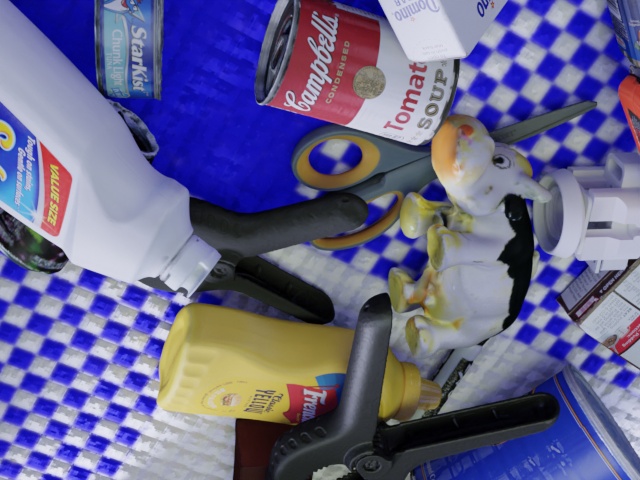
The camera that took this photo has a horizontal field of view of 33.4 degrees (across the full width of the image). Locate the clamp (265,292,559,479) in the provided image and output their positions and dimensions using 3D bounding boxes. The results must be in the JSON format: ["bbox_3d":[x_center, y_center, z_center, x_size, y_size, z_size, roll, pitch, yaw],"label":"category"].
[{"bbox_3d":[0.042,0.134,0.698,0.164,0.036,0.210,26,121,-24],"label":"clamp"}]

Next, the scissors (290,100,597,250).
[{"bbox_3d":[0.068,-0.064,0.672,0.202,0.016,0.096,-33,122,11],"label":"scissors"}]

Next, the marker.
[{"bbox_3d":[0.094,0.095,0.766,0.020,0.020,0.121,22,114,-20],"label":"marker"}]

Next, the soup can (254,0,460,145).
[{"bbox_3d":[0.020,-0.098,0.616,0.102,0.068,0.069,13,117,-17],"label":"soup can"}]

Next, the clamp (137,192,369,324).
[{"bbox_3d":[-0.054,0.001,0.667,0.171,0.039,0.120,11,133,-16],"label":"clamp"}]

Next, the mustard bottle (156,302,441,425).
[{"bbox_3d":[-0.008,0.092,0.722,0.191,0.058,0.096,10,141,-16],"label":"mustard bottle"}]

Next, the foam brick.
[{"bbox_3d":[-0.036,0.175,0.774,0.053,0.051,0.078,0,120,-9],"label":"foam brick"}]

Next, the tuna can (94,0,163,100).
[{"bbox_3d":[-0.102,-0.119,0.575,0.033,0.086,0.086,1,120,-8],"label":"tuna can"}]

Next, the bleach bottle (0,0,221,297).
[{"bbox_3d":[-0.154,-0.064,0.558,0.251,0.068,0.103,39,129,-5],"label":"bleach bottle"}]

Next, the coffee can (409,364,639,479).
[{"bbox_3d":[0.151,0.170,0.770,0.140,0.103,0.102,-35,119,12],"label":"coffee can"}]
